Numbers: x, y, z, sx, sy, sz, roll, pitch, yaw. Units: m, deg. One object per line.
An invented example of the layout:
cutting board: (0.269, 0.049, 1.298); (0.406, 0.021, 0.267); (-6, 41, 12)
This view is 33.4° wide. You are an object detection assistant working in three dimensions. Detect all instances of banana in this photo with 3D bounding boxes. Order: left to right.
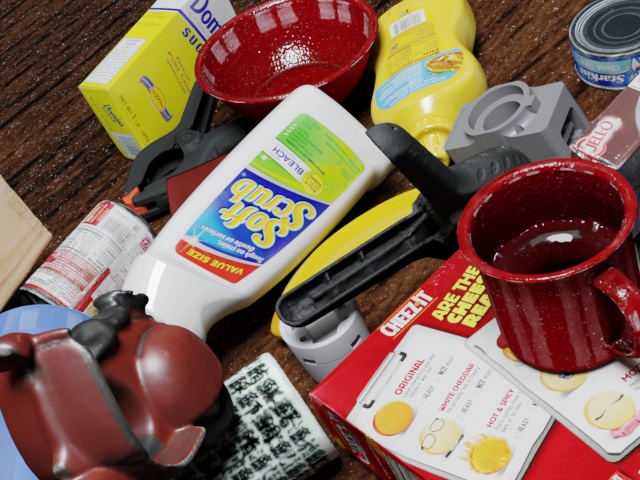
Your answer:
banana: (0.046, 0.005, 0.773); (0.198, 0.037, 0.070); (-26, 41, 2)

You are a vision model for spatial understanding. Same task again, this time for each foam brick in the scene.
foam brick: (-0.078, -0.033, 0.867); (0.078, 0.053, 0.051); (-24, 41, 6)

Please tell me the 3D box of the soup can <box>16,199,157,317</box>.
soup can: (-0.182, 0.025, 0.852); (0.069, 0.068, 0.102); (15, 56, 38)

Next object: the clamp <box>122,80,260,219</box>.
clamp: (-0.117, -0.087, 0.954); (0.171, 0.039, 0.120); (-39, 41, -19)

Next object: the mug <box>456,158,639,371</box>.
mug: (0.135, 0.021, 0.567); (0.093, 0.081, 0.117); (-35, 39, -12)

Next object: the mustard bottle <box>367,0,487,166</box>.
mustard bottle: (0.087, -0.124, 0.866); (0.096, 0.058, 0.191); (-23, 40, 20)

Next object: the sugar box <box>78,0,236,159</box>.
sugar box: (-0.142, -0.166, 1.007); (0.048, 0.093, 0.176); (13, 55, 36)

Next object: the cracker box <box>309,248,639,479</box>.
cracker box: (0.126, 0.099, 0.609); (0.164, 0.072, 0.214); (-42, 42, -18)

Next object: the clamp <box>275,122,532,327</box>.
clamp: (0.079, -0.024, 0.678); (0.209, 0.165, 0.036); (-16, 57, -31)

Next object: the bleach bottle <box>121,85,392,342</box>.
bleach bottle: (-0.055, 0.001, 0.773); (0.250, 0.102, 0.068); (-51, 7, -29)

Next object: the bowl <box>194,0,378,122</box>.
bowl: (-0.023, -0.148, 0.913); (0.162, 0.055, 0.162); (-12, 42, 10)
